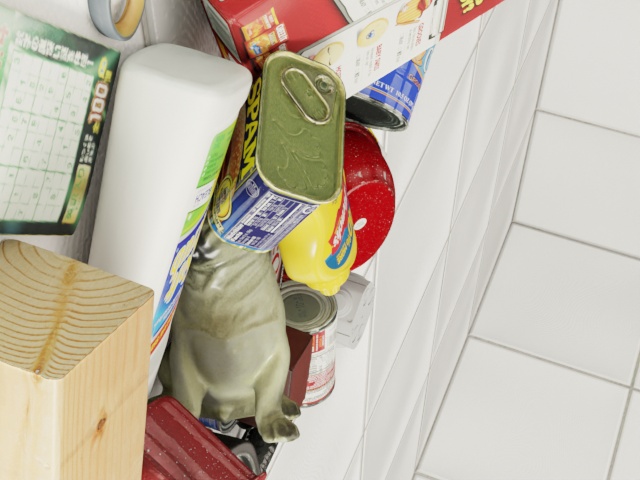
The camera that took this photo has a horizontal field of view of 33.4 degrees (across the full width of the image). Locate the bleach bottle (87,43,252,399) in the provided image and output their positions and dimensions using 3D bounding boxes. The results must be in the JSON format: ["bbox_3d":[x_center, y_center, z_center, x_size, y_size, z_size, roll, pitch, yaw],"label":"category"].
[{"bbox_3d":[-0.109,0.013,0.652,0.102,0.068,0.251,-65,172,-71],"label":"bleach bottle"}]

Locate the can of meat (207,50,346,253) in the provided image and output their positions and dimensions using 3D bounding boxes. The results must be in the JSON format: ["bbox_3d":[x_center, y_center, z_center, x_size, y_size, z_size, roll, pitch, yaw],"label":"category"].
[{"bbox_3d":[-0.030,-0.053,0.669,0.084,0.057,0.102,-41,-141,51],"label":"can of meat"}]

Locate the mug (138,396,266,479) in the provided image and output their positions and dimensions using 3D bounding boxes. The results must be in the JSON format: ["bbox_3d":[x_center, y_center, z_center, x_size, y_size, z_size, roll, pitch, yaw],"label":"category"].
[{"bbox_3d":[-0.094,0.149,0.652,0.093,0.081,0.117,-47,170,-8],"label":"mug"}]

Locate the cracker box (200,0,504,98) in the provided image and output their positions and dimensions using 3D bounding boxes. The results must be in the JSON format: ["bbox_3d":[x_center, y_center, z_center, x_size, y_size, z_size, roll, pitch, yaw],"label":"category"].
[{"bbox_3d":[0.027,-0.178,0.714,0.213,0.072,0.164,-33,158,-5],"label":"cracker box"}]

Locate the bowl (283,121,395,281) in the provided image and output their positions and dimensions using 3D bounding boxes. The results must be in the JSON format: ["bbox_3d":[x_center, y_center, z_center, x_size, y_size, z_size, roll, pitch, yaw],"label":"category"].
[{"bbox_3d":[0.017,-0.024,0.968,0.161,0.055,0.162,-27,133,-33],"label":"bowl"}]

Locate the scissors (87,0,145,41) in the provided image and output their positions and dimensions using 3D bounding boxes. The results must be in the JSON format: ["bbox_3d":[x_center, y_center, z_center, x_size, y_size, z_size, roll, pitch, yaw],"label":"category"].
[{"bbox_3d":[-0.110,-0.168,0.525,0.201,0.016,0.096,48,60,-74],"label":"scissors"}]

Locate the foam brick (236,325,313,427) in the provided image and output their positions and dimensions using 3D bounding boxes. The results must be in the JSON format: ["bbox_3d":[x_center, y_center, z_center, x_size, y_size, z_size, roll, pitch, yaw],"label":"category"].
[{"bbox_3d":[-0.041,0.115,0.902,0.051,0.053,0.078,-55,157,-51],"label":"foam brick"}]

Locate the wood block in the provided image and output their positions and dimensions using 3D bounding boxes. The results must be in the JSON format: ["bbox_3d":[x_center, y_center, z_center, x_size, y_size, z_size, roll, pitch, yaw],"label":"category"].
[{"bbox_3d":[-0.151,0.118,0.557,0.090,0.090,0.206,-48,152,-56],"label":"wood block"}]

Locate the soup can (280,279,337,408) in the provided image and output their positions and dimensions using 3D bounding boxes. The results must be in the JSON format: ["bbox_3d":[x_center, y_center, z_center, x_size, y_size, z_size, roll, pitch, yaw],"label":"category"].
[{"bbox_3d":[-0.018,0.093,0.963,0.068,0.068,0.102,-59,159,-44],"label":"soup can"}]

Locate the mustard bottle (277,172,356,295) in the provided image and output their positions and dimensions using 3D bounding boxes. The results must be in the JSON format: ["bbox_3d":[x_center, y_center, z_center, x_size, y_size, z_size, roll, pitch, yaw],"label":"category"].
[{"bbox_3d":[-0.006,-0.022,0.851,0.191,0.058,0.096,78,20,-47],"label":"mustard bottle"}]

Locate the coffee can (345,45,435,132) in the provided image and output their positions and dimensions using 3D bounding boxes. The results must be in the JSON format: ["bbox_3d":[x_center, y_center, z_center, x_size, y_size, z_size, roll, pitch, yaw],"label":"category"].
[{"bbox_3d":[0.052,-0.181,0.949,0.102,0.103,0.140,42,66,-75],"label":"coffee can"}]
